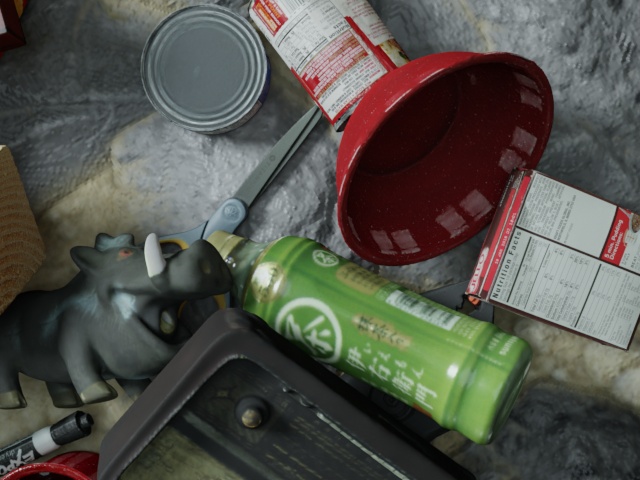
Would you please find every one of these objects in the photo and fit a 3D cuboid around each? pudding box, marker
[{"bbox_3d":[0.162,0.013,0.692,0.113,0.039,0.090,21,92,-14],"label":"pudding box"},{"bbox_3d":[-0.208,0.147,0.735,0.121,0.020,0.020,-27,88,14],"label":"marker"}]

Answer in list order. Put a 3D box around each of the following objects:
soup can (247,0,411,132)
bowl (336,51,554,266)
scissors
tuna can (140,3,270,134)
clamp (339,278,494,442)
[{"bbox_3d":[0.007,-0.132,0.706,0.068,0.068,0.102,-37,87,3],"label":"soup can"},{"bbox_3d":[0.068,-0.062,0.679,0.162,0.162,0.055,-41,52,3],"label":"bowl"},{"bbox_3d":[-0.055,0.001,0.736,0.202,0.016,0.096,-35,89,3],"label":"scissors"},{"bbox_3d":[-0.077,-0.116,0.729,0.086,0.033,0.086,0,90,4],"label":"tuna can"},{"bbox_3d":[0.038,0.104,0.718,0.164,0.036,0.210,32,90,9],"label":"clamp"}]
